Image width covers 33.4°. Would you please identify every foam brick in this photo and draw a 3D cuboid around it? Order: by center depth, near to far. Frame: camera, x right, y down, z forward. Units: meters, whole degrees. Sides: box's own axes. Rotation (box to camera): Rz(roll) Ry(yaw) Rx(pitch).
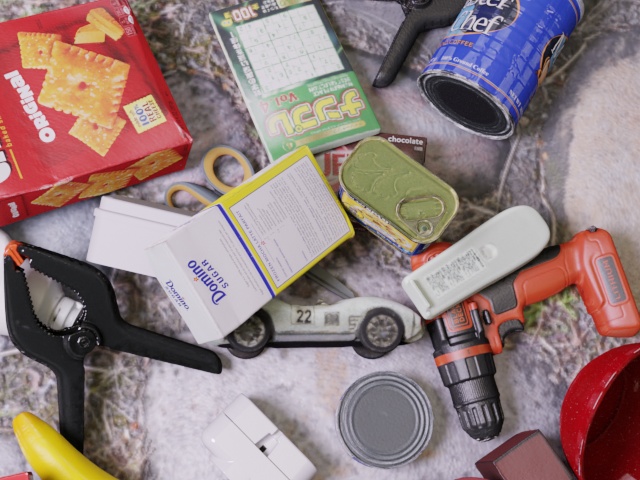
[{"bbox_3d":[0.176,0.201,0.931,0.051,0.078,0.053,-33,80,-10],"label":"foam brick"}]

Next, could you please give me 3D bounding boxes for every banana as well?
[{"bbox_3d":[-0.172,0.207,0.896,0.197,0.037,0.069,25,40,-18],"label":"banana"}]

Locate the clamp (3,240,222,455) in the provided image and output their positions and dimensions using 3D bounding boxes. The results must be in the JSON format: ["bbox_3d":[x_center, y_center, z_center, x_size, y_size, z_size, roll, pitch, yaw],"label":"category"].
[{"bbox_3d":[-0.193,0.082,0.916,0.164,0.036,0.210,-31,105,-12],"label":"clamp"}]

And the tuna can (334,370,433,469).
[{"bbox_3d":[0.056,0.161,0.952,0.086,0.034,0.086,1,77,-4],"label":"tuna can"}]

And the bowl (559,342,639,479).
[{"bbox_3d":[0.261,0.152,0.936,0.161,0.055,0.162,-15,115,-35],"label":"bowl"}]

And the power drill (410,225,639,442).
[{"bbox_3d":[0.190,0.074,0.970,0.187,0.057,0.184,-14,79,-8],"label":"power drill"}]

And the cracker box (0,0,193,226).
[{"bbox_3d":[-0.243,-0.115,0.943,0.213,0.072,0.164,-19,75,-22],"label":"cracker box"}]

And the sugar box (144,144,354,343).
[{"bbox_3d":[-0.056,0.001,0.897,0.176,0.048,0.093,-36,101,-35],"label":"sugar box"}]

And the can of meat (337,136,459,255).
[{"bbox_3d":[0.064,-0.034,0.929,0.102,0.084,0.057,36,79,5],"label":"can of meat"}]

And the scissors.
[{"bbox_3d":[-0.045,-0.022,0.992,0.202,0.016,0.096,21,81,1],"label":"scissors"}]

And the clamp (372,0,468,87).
[{"bbox_3d":[0.091,-0.224,1.040,0.171,0.039,0.120,-22,92,-12],"label":"clamp"}]

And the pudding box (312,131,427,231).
[{"bbox_3d":[0.040,-0.055,0.996,0.113,0.039,0.090,6,77,-3],"label":"pudding box"}]

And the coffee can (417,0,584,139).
[{"bbox_3d":[0.169,-0.181,1.003,0.103,0.103,0.140,32,77,3],"label":"coffee can"}]
